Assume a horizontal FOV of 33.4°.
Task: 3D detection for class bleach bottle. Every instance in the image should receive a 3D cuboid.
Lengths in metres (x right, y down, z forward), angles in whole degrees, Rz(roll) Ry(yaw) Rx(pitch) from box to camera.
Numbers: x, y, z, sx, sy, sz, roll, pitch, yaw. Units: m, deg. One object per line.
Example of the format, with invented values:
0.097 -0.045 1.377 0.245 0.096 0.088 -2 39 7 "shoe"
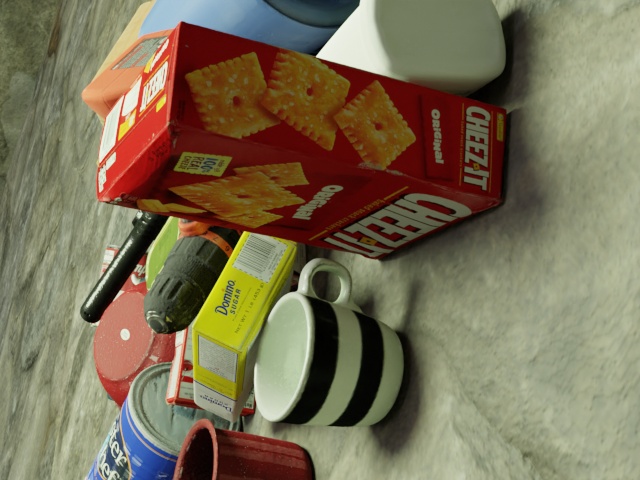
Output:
0.020 -0.096 0.754 0.251 0.102 0.068 -31 63 59 "bleach bottle"

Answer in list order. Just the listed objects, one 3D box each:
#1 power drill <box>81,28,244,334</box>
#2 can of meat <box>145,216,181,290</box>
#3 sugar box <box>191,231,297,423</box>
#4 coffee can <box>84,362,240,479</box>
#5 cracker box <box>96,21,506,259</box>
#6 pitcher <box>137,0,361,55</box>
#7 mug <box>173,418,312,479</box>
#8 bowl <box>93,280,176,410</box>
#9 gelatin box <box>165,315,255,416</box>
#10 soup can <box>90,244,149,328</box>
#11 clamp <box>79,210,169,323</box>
-0.105 -0.048 0.796 0.057 0.187 0.184 -1 37 27 "power drill"
-0.112 0.018 1.015 0.102 0.083 0.057 -51 33 45 "can of meat"
-0.060 0.068 0.810 0.093 0.048 0.176 -62 -4 -26 "sugar box"
-0.145 0.194 0.967 0.140 0.102 0.103 -59 28 34 "coffee can"
-0.017 -0.051 0.672 0.164 0.213 0.072 -27 54 61 "cracker box"
-0.049 -0.184 0.847 0.144 0.149 0.243 -40 8 -29 "pitcher"
-0.058 0.196 0.790 0.093 0.081 0.117 -50 34 46 "mug"
-0.180 0.103 1.085 0.162 0.055 0.162 -17 62 35 "bowl"
-0.091 0.104 0.932 0.030 0.073 0.089 153 127 -62 "gelatin box"
-0.237 0.061 1.299 0.069 0.068 0.102 1 78 67 "soup can"
-0.185 -0.012 1.137 0.210 0.036 0.164 -50 11 34 "clamp"
